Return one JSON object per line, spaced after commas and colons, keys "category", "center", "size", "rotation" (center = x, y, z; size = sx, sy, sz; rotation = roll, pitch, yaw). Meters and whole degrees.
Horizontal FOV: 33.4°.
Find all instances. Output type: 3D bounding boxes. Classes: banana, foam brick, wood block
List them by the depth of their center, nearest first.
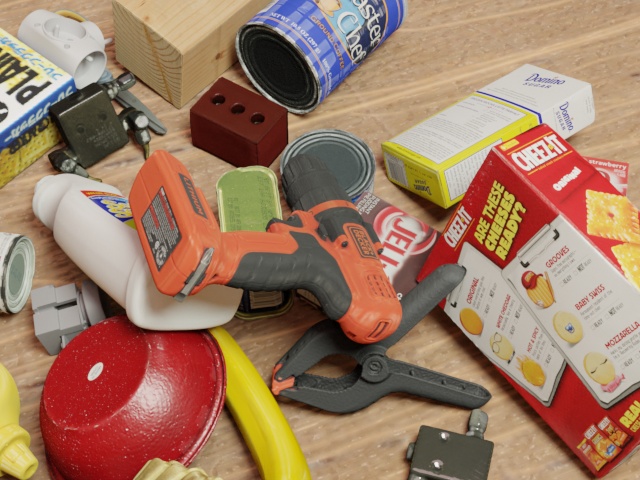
{"category": "banana", "center": [-0.048, 0.134, 0.806], "size": [0.037, 0.069, 0.198], "rotation": [-30, 45, -3]}
{"category": "foam brick", "center": [-0.074, -0.105, 0.983], "size": [0.078, 0.051, 0.053], "rotation": [27, 59, 18]}
{"category": "wood block", "center": [-0.097, -0.238, 1.046], "size": [0.090, 0.091, 0.205], "rotation": [39, 63, 13]}

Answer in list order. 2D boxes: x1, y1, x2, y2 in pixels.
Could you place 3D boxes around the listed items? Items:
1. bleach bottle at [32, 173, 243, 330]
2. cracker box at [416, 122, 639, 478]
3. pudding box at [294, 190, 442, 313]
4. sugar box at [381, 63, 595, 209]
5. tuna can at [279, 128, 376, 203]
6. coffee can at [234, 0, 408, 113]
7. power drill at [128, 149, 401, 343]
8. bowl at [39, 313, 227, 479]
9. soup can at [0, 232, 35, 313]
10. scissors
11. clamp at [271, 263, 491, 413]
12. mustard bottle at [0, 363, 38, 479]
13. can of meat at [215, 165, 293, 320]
{"category": "bleach bottle", "center": [-0.170, -0.005, 0.865], "size": [0.102, 0.068, 0.251], "rotation": [5, 16, -44]}
{"category": "cracker box", "center": [0.188, 0.045, 0.790], "size": [0.072, 0.164, 0.214], "rotation": [-26, 64, -35]}
{"category": "pudding box", "center": [0.044, 0.022, 0.900], "size": [0.090, 0.039, 0.113], "rotation": [30, 61, 19]}
{"category": "sugar box", "center": [0.151, -0.097, 0.961], "size": [0.176, 0.048, 0.093], "rotation": [-27, 32, -19]}
{"category": "tuna can", "center": [0.007, -0.058, 0.960], "size": [0.086, 0.034, 0.086], "rotation": [0, 55, 0]}
{"category": "coffee can", "center": [0.002, -0.204, 1.020], "size": [0.103, 0.103, 0.140], "rotation": [32, 62, 21]}
{"category": "power drill", "center": [-0.041, -0.011, 0.776], "size": [0.187, 0.057, 0.184], "rotation": [10, 38, -35]}
{"category": "bowl", "center": [-0.152, 0.112, 0.796], "size": [0.162, 0.055, 0.162], "rotation": [-16, 49, 19]}
{"category": "soup can", "center": [-0.298, 0.022, 0.889], "size": [0.102, 0.068, 0.068], "rotation": [8, 55, 5]}
{"category": "scissors", "center": [-0.233, -0.156, 1.042], "size": [0.096, 0.016, 0.202], "rotation": [-23, 57, -17]}
{"category": "clamp", "center": [0.045, 0.081, 0.825], "size": [0.171, 0.120, 0.039], "rotation": [-6, 12, -2]}
{"category": "mustard bottle", "center": [-0.291, 0.123, 0.823], "size": [0.192, 0.058, 0.096], "rotation": [31, 60, 21]}
{"category": "can of meat", "center": [-0.056, 0.001, 0.889], "size": [0.057, 0.084, 0.102], "rotation": [-7, 56, -5]}
